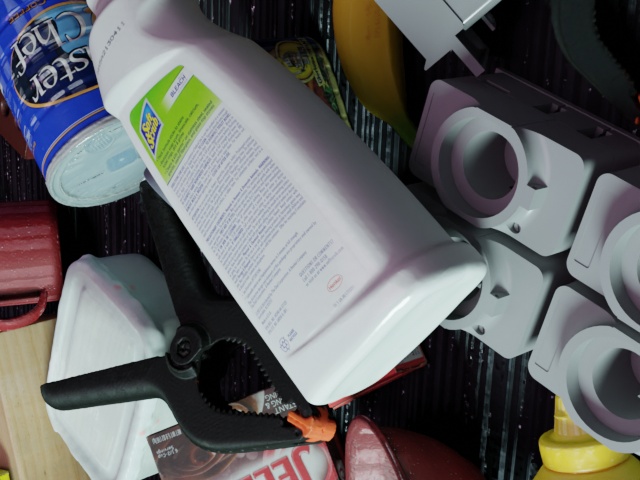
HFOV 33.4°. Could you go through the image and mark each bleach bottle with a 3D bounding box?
[{"bbox_3d":[-0.037,-0.049,0.513,0.251,0.067,0.103,53,123,19],"label":"bleach bottle"}]

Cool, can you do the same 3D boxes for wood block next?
[{"bbox_3d":[-0.227,0.168,0.877,0.091,0.090,0.206,-10,93,49],"label":"wood block"}]

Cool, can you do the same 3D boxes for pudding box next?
[{"bbox_3d":[-0.041,0.144,0.666,0.114,0.039,0.090,-24,81,16],"label":"pudding box"}]

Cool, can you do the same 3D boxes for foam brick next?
[{"bbox_3d":[-0.222,-0.106,0.827,0.078,0.051,0.053,40,128,34],"label":"foam brick"}]

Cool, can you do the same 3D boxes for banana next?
[{"bbox_3d":[0.042,-0.146,0.540,0.070,0.037,0.198,16,118,15],"label":"banana"}]

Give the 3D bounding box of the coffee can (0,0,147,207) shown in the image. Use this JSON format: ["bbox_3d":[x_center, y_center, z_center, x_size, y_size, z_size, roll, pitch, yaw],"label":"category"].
[{"bbox_3d":[-0.163,-0.108,0.722,0.103,0.102,0.140,-49,64,43],"label":"coffee can"}]

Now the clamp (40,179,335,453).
[{"bbox_3d":[-0.073,0.057,0.651,0.210,0.036,0.164,19,88,34],"label":"clamp"}]

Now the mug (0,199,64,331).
[{"bbox_3d":[-0.244,0.019,0.836,0.093,0.081,0.117,100,161,-49],"label":"mug"}]

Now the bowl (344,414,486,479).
[{"bbox_3d":[0.061,0.165,0.556,0.162,0.055,0.162,170,90,-78],"label":"bowl"}]
